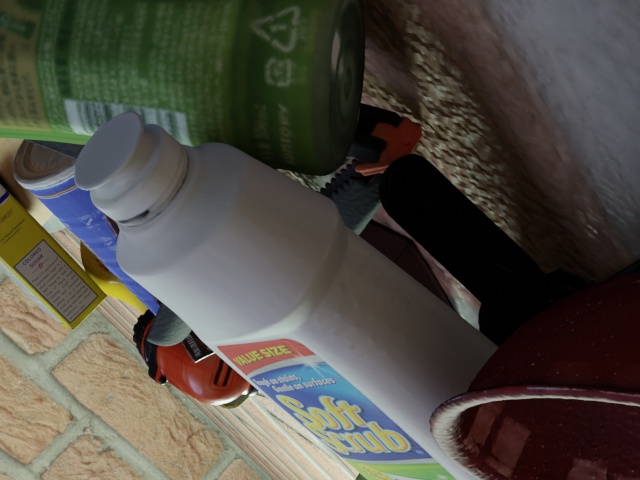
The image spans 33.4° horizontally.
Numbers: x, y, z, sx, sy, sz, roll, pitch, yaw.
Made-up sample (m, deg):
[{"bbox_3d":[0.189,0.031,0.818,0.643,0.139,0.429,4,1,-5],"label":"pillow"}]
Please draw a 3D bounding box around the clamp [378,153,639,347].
[{"bbox_3d":[0.086,0.026,0.424,0.120,0.039,0.171,30,160,25],"label":"clamp"}]

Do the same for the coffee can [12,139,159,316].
[{"bbox_3d":[-0.099,-0.025,0.643,0.103,0.102,0.140,22,156,54],"label":"coffee can"}]

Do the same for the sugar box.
[{"bbox_3d":[-0.249,-0.011,0.833,0.176,0.048,0.093,54,162,-25],"label":"sugar box"}]

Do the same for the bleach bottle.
[{"bbox_3d":[0.006,0.038,0.395,0.103,0.068,0.250,3,150,46],"label":"bleach bottle"}]

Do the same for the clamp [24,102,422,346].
[{"bbox_3d":[-0.045,-0.015,0.480,0.210,0.036,0.164,-4,129,33],"label":"clamp"}]

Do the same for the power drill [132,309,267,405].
[{"bbox_3d":[-0.033,0.092,0.751,0.187,0.057,0.185,15,180,-22],"label":"power drill"}]
